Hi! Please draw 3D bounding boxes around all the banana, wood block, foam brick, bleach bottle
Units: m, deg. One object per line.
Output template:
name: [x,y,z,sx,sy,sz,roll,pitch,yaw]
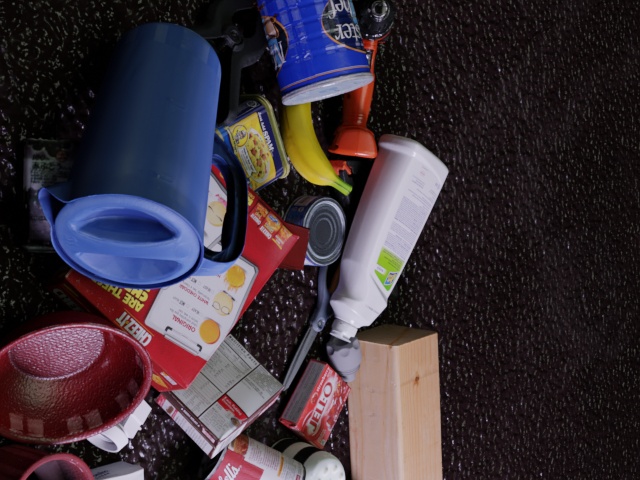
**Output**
banana: [-0.018,-0.137,1.220,0.069,0.037,0.198,14,53,-42]
wood block: [0.096,0.223,1.390,0.090,0.090,0.206,-12,102,-47]
foam brick: [-0.058,0.001,1.220,0.078,0.053,0.051,16,81,-49]
bleach bottle: [0.070,0.003,1.313,0.102,0.068,0.251,32,79,-47]

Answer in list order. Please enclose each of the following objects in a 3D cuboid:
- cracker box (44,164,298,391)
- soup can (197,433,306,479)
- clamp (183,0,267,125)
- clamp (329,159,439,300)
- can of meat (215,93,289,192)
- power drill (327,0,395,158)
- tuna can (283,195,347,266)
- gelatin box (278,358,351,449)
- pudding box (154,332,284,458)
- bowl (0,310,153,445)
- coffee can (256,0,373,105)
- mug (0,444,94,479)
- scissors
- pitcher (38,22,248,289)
cracker box: [-0.146,0.020,1.078,0.164,0.072,0.213,46,59,-17]
soup can: [-0.076,0.257,1.183,0.102,0.069,0.068,30,68,-15]
clamp: [-0.099,-0.202,1.145,0.171,0.039,0.120,-46,113,-42]
clamp: [0.080,-0.046,1.385,0.209,0.036,0.164,52,57,-37]
can of meat: [-0.090,-0.098,1.172,0.083,0.058,0.102,-37,120,-39]
power drill: [0.051,-0.192,1.260,0.184,0.057,0.188,-108,-153,-86]
tuna can: [-0.006,-0.012,1.293,0.085,0.034,0.086,-6,98,-48]
gelatin box: [-0.005,0.201,1.308,0.089,0.030,0.073,-62,141,-20]
pudding box: [-0.108,0.165,1.155,0.090,0.039,0.113,43,47,10]
bowl: [-0.240,0.117,0.987,0.162,0.055,0.162,-13,134,-14]
coffee can: [-0.009,-0.228,1.155,0.102,0.103,0.140,-15,91,-47]
mug: [-0.265,0.245,0.985,0.093,0.082,0.117,-37,120,-41]
scissors: [0.009,0.102,1.335,0.096,0.016,0.201,31,71,-46]
pitcher: [-0.150,-0.081,0.990,0.149,0.145,0.242,66,23,-48]
